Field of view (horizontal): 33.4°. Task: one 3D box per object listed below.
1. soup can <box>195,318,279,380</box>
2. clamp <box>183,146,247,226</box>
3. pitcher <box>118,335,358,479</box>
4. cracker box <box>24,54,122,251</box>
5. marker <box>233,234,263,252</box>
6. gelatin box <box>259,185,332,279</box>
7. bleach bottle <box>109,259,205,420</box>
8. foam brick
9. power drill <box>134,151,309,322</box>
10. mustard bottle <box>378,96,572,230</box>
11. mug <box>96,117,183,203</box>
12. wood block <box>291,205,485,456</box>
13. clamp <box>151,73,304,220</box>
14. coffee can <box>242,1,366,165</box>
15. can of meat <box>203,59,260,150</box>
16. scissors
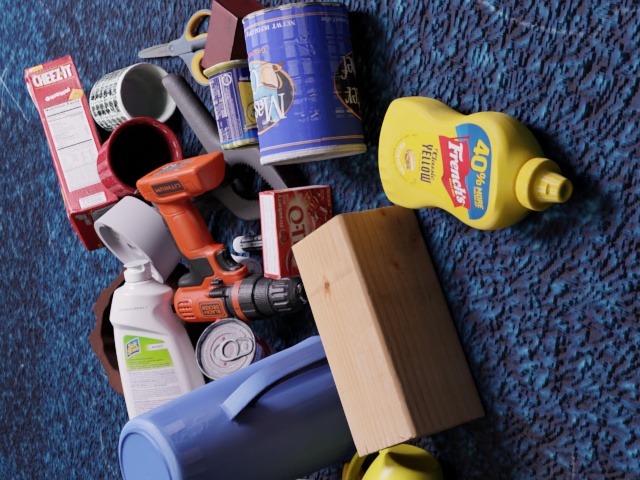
[{"bbox_3d":[-0.084,0.133,1.163,0.069,0.102,0.068,-8,65,17],"label":"soup can"},{"bbox_3d":[-0.133,-0.056,1.256,0.172,0.039,0.120,-21,81,57],"label":"clamp"},{"bbox_3d":[-0.067,0.181,1.044,0.145,0.242,0.149,0,103,49],"label":"pitcher"},{"bbox_3d":[-0.321,-0.111,1.419,0.164,0.072,0.214,102,148,-73],"label":"cracker box"},{"bbox_3d":[-0.058,0.001,1.182,0.121,0.020,0.020,-6,92,54],"label":"marker"},{"bbox_3d":[-0.023,-0.009,1.086,0.030,0.073,0.089,5,101,52],"label":"gelatin box"},{"bbox_3d":[-0.181,0.145,1.236,0.068,0.102,0.251,-68,-31,-76],"label":"bleach bottle"},{"bbox_3d":[-0.088,-0.215,1.150,0.053,0.051,0.078,43,130,39],"label":"foam brick"},{"bbox_3d":[-0.109,0.003,1.146,0.185,0.057,0.187,-8,109,37],"label":"power drill"},{"bbox_3d":[0.129,-0.060,0.883,0.192,0.058,0.096,21,114,50],"label":"mustard bottle"},{"bbox_3d":[-0.214,-0.085,1.283,0.117,0.093,0.082,54,157,-11],"label":"mug"},{"bbox_3d":[0.060,0.081,0.981,0.091,0.090,0.206,-34,70,52],"label":"wood block"},{"bbox_3d":[-0.103,-0.088,1.160,0.210,0.036,0.164,17,117,32],"label":"clamp"},{"bbox_3d":[-0.015,-0.148,1.022,0.103,0.102,0.140,-5,93,54],"label":"coffee can"},{"bbox_3d":[-0.061,-0.140,1.088,0.058,0.101,0.084,-10,92,55],"label":"can of meat"},{"bbox_3d":[-0.167,-0.215,1.287,0.202,0.016,0.096,-20,81,54],"label":"scissors"}]
